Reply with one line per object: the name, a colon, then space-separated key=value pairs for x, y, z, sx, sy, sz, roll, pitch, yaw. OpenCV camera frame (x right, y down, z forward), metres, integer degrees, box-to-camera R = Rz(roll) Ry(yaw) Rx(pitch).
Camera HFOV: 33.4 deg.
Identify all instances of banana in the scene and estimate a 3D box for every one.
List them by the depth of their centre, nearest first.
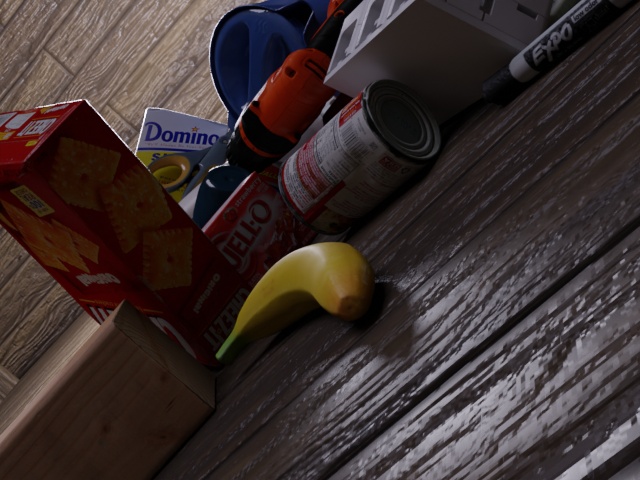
banana: x=-0.008 y=0.033 z=0.634 sx=0.198 sy=0.037 sz=0.069 roll=-33 pitch=35 yaw=63

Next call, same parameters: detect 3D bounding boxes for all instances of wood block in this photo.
wood block: x=-0.174 y=0.151 z=0.729 sx=0.206 sy=0.090 sz=0.091 roll=-48 pitch=8 yaw=2

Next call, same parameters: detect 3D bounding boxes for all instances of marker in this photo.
marker: x=0.138 y=-0.117 z=0.627 sx=0.121 sy=0.020 sz=0.020 roll=-39 pitch=13 yaw=44

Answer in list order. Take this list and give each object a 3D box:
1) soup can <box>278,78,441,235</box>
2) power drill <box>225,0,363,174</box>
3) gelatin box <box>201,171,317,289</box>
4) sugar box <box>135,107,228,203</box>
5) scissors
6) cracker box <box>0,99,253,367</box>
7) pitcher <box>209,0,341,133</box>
soup can: x=0.026 y=-0.057 z=0.742 sx=0.102 sy=0.068 sz=0.068 roll=-39 pitch=12 yaw=42
power drill: x=-0.003 y=-0.147 z=0.906 sx=0.187 sy=0.057 sz=0.185 roll=-58 pitch=10 yaw=-28
gelatin box: x=-0.056 y=0.001 z=0.859 sx=0.089 sy=0.073 sz=0.030 roll=-52 pitch=11 yaw=-27
sugar box: x=-0.154 y=-0.055 z=1.113 sx=0.048 sy=0.093 sz=0.176 roll=115 pitch=164 yaw=-56
scissors: x=-0.120 y=-0.098 z=1.114 sx=0.016 sy=0.096 sz=0.201 roll=99 pitch=-177 yaw=-46
cracker box: x=-0.164 y=-0.002 z=0.807 sx=0.164 sy=0.213 sz=0.072 roll=3 pitch=48 yaw=52
pitcher: x=0.006 y=-0.196 z=1.111 sx=0.149 sy=0.145 sz=0.242 roll=4 pitch=24 yaw=39
